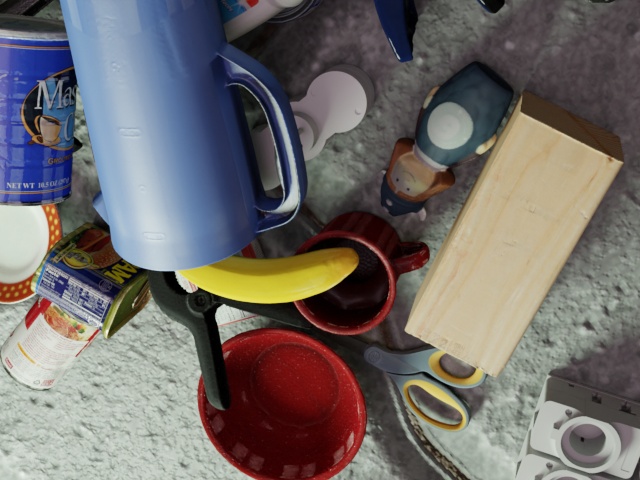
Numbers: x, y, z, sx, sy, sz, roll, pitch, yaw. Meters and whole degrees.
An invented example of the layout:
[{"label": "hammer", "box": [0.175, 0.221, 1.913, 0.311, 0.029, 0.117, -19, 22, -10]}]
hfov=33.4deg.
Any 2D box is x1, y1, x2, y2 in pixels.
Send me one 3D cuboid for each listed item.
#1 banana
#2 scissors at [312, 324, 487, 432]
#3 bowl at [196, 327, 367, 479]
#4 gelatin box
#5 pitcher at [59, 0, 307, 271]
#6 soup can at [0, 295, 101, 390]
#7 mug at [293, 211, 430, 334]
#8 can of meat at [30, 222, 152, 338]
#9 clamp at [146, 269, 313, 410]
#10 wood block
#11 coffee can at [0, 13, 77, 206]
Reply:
[{"label": "banana", "box": [-0.062, 0.018, 0.892, 0.198, 0.037, 0.070, 16, 106, 26]}, {"label": "scissors", "box": [0.068, 0.096, 0.977, 0.202, 0.016, 0.096, 41, 111, -2]}, {"label": "bowl", "box": [-0.031, 0.146, 0.998, 0.162, 0.055, 0.162, 5, 109, 13]}, {"label": "gelatin box", "box": [-0.090, 0.039, 0.990, 0.089, 0.030, 0.073, -16, 104, 22]}, {"label": "pitcher", "box": [-0.111, -0.106, 0.816, 0.149, 0.145, 0.243, -22, 129, -19]}, {"label": "soup can", "box": [-0.255, 0.088, 1.030, 0.068, 0.068, 0.102, 41, 114, -2]}, {"label": "mug", "box": [0.038, 0.021, 0.923, 0.117, 0.081, 0.093, -15, 104, 19]}, {"label": "can of meat", "box": [-0.203, 0.034, 0.980, 0.084, 0.102, 0.057, 29, 114, 6]}, {"label": "clamp", "box": [-0.089, 0.050, 0.947, 0.120, 0.039, 0.171, -35, 82, 7]}, {"label": "wood block", "box": [0.157, -0.005, 0.879, 0.090, 0.090, 0.206, 27, 112, 3]}, {"label": "coffee can", "box": [-0.251, -0.109, 0.873, 0.103, 0.102, 0.140, 11, 107, 11]}]
